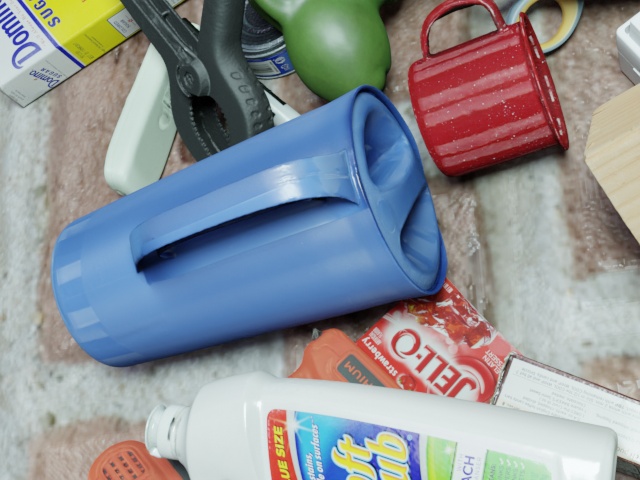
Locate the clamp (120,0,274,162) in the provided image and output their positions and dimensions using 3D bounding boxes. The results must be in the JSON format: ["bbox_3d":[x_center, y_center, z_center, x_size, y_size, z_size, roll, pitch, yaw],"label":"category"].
[{"bbox_3d":[-0.073,-0.121,0.729,0.165,0.036,0.210,-7,107,52],"label":"clamp"}]

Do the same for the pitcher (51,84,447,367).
[{"bbox_3d":[-0.054,0.001,0.680,0.243,0.149,0.145,-19,35,23],"label":"pitcher"}]

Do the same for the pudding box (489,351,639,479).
[{"bbox_3d":[0.160,0.105,0.605,0.114,0.090,0.039,17,79,25],"label":"pudding box"}]

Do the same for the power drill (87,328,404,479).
[{"bbox_3d":[-0.021,0.152,0.634,0.187,0.057,0.185,-34,58,-21],"label":"power drill"}]

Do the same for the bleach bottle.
[{"bbox_3d":[0.024,0.128,0.567,0.251,0.068,0.102,6,92,19],"label":"bleach bottle"}]

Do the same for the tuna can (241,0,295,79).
[{"bbox_3d":[-0.039,-0.167,0.802,0.086,0.033,0.086,-7,70,18],"label":"tuna can"}]

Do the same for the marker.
[{"bbox_3d":[-0.064,-0.122,0.780,0.121,0.020,0.020,41,89,5],"label":"marker"}]

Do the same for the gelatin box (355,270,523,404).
[{"bbox_3d":[0.078,0.074,0.679,0.073,0.030,0.089,-43,63,2],"label":"gelatin box"}]

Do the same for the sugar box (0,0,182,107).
[{"bbox_3d":[-0.196,-0.195,0.864,0.176,0.048,0.093,-31,65,7],"label":"sugar box"}]

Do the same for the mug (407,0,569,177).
[{"bbox_3d":[0.103,-0.100,0.688,0.082,0.093,0.117,-18,111,19],"label":"mug"}]
